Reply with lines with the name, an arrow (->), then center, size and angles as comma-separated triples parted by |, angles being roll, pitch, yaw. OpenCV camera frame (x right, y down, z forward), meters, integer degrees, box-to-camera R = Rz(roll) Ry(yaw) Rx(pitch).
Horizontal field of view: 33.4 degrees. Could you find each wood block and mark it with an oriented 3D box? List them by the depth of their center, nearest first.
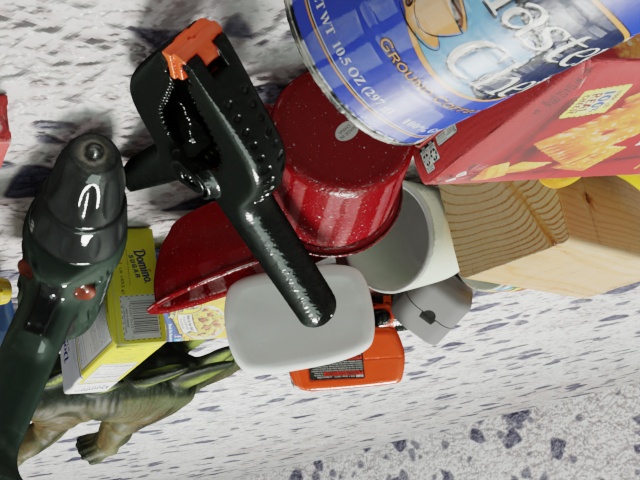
wood block -> 0.188, -0.016, 0.830 | 0.090, 0.091, 0.205 | -22, 160, 34

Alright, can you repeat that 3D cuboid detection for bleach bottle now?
bleach bottle -> -0.016, 0.056, 0.821 | 0.102, 0.068, 0.251 | -9, 178, -2

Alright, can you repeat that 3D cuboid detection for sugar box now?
sugar box -> -0.173, 0.062, 0.865 | 0.048, 0.093, 0.176 | -2, 163, -24

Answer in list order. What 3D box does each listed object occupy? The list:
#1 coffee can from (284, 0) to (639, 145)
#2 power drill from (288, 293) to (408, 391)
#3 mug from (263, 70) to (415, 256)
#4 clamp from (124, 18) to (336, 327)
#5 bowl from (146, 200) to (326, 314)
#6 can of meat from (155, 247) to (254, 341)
coffee can -> 0.070, -0.109, 0.410 | 0.141, 0.103, 0.102 | -24, 159, 40
power drill -> 0.048, 0.084, 1.018 | 0.184, 0.057, 0.187 | -7, -170, 9
mug -> -0.002, -0.052, 0.614 | 0.117, 0.093, 0.081 | 20, 157, 2
clamp -> -0.065, -0.046, 0.579 | 0.036, 0.165, 0.210 | -48, 154, -22
bowl -> -0.055, 0.001, 0.764 | 0.162, 0.055, 0.162 | -20, 173, -3
can of meat -> -0.099, 0.044, 0.890 | 0.084, 0.057, 0.102 | -4, 149, -8
